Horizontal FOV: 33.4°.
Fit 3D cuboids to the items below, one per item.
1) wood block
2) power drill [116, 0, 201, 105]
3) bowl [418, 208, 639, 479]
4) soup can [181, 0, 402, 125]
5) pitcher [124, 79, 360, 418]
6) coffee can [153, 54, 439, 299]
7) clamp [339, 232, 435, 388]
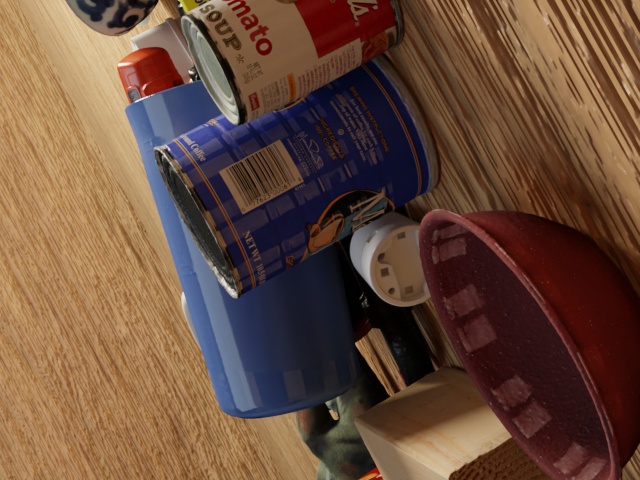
[{"bbox_3d":[0.106,0.154,0.721,0.091,0.090,0.206,62,168,-6],"label":"wood block"},{"bbox_3d":[-0.111,-0.142,0.923,0.188,0.057,0.184,2,114,59],"label":"power drill"},{"bbox_3d":[0.114,0.044,0.522,0.162,0.055,0.162,57,167,20],"label":"bowl"},{"bbox_3d":[-0.016,-0.114,0.581,0.068,0.102,0.068,57,167,20],"label":"soup can"},{"bbox_3d":[-0.055,0.001,0.787,0.149,0.145,0.243,-35,-68,-82],"label":"pitcher"},{"bbox_3d":[-0.015,-0.043,0.645,0.103,0.140,0.103,56,167,20],"label":"coffee can"},{"bbox_3d":[0.046,0.039,0.827,0.120,0.039,0.171,-106,-5,-54],"label":"clamp"}]
